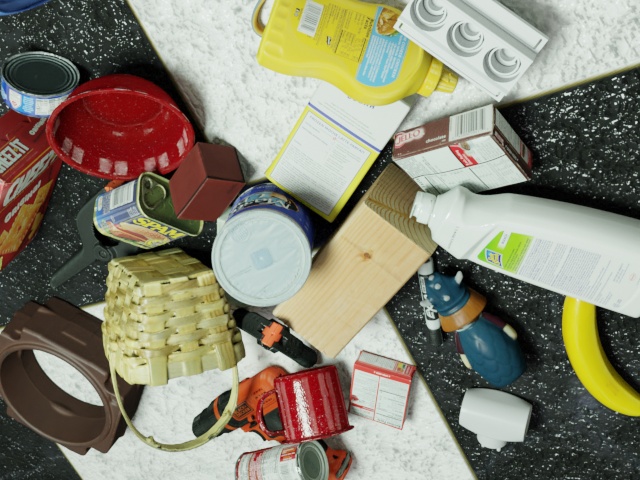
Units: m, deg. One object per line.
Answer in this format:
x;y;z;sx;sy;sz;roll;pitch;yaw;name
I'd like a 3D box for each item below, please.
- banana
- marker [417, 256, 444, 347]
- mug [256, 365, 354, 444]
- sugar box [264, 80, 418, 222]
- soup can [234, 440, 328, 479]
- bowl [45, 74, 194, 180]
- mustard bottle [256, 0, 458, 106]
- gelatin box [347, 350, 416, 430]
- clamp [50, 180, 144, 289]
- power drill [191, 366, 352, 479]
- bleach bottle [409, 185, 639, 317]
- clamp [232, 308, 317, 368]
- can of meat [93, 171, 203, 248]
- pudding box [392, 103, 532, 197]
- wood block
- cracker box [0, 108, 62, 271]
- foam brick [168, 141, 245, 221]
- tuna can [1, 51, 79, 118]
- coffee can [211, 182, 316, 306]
0.305;0.124;1.159;0.070;0.037;0.197;-29;109;19;banana
0.125;0.071;1.215;0.020;0.020;0.121;3;124;23;marker
-0.023;0.203;1.312;0.093;0.117;0.081;151;107;-74;mug
0.020;-0.110;1.119;0.093;0.048;0.176;35;127;-1;sugar box
-0.049;0.292;1.351;0.102;0.068;0.068;-19;113;31;soup can
-0.220;-0.134;1.184;0.162;0.055;0.162;-2;148;-2;bowl
0.042;-0.182;1.022;0.191;0.096;0.058;19;166;-8;mustard bottle
0.075;0.184;1.313;0.073;0.030;0.089;15;128;13;gelatin box
-0.275;0.010;1.350;0.165;0.036;0.210;15;126;15;clamp
-0.065;0.268;1.420;0.187;0.057;0.185;46;130;-10;power drill
0.215;-0.005;1.064;0.251;0.068;0.103;18;133;2;bleach bottle
-0.064;0.109;1.270;0.120;0.039;0.171;24;170;10;clamp
-0.202;-0.032;1.251;0.084;0.057;0.101;-17;153;36;can of meat
0.141;-0.084;1.064;0.114;0.039;0.090;-12;145;34;pudding box
0.045;0.027;1.176;0.091;0.090;0.206;38;131;-2;wood block
-0.378;-0.053;1.271;0.072;0.164;0.214;32;131;-1;cracker box
-0.129;-0.065;1.205;0.052;0.051;0.078;5;143;-37;foam brick
-0.317;-0.176;1.205;0.086;0.086;0.034;24;132;8;tuna can
-0.058;0.001;1.152;0.103;0.140;0.103;1;105;2;coffee can
